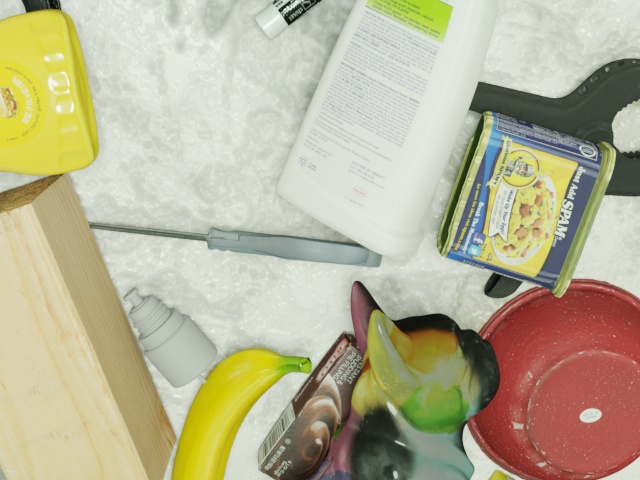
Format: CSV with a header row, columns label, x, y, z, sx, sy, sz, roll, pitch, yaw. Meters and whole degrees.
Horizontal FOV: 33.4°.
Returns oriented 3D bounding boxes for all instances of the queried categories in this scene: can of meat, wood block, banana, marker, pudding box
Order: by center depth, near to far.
label,x,y,z,sx,sy,sz,roll,pitch,yaw
can of meat,0.129,-0.025,0.686,0.084,0.057,0.102,17,106,-1
marker,0.010,-0.173,0.688,0.121,0.020,0.020,-37,104,4
wood block,-0.177,0.072,0.694,0.090,0.091,0.206,-18,106,6
banana,-0.071,0.148,0.742,0.037,0.070,0.198,7,114,-42
pudding box,0.022,0.135,0.757,0.090,0.039,0.113,34,100,-13

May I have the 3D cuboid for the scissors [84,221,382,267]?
label,x,y,z,sx,sy,sz,roll,pitch,yaw
scissors,-0.055,0.001,0.693,0.201,0.096,0.016,6,90,-10

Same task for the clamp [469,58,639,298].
label,x,y,z,sx,sy,sz,roll,pitch,yaw
clamp,0.181,-0.055,0.724,0.210,0.036,0.164,-14,107,3

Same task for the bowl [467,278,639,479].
label,x,y,z,sx,sy,sz,roll,pitch,yaw
bowl,0.184,0.111,0.758,0.162,0.055,0.162,-1,105,-4

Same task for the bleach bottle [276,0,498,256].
label,x,y,z,sx,sy,sz,roll,pitch,yaw
bleach bottle,0.065,-0.122,0.662,0.103,0.068,0.251,30,106,19

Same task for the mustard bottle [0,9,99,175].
label,x,y,z,sx,sy,sz,roll,pitch,yaw
mustard bottle,-0.235,-0.076,0.635,0.191,0.058,0.096,-10,105,-2
